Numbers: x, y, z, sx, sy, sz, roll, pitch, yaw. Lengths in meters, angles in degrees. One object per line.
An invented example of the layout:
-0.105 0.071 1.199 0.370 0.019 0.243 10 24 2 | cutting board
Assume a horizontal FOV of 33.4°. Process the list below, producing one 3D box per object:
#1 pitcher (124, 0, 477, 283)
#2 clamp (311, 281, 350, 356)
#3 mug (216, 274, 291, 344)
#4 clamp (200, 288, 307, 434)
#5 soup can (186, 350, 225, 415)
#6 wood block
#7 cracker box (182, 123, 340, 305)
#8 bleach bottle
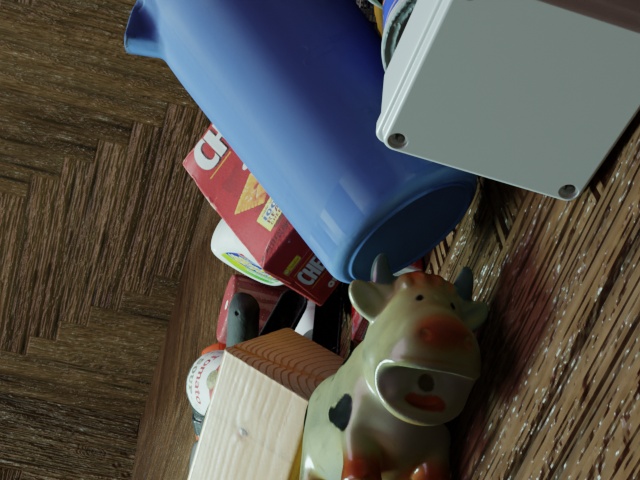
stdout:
0.000 -0.099 0.691 0.149 0.144 0.243 -46 64 23 | pitcher
0.009 0.050 0.943 0.210 0.036 0.164 -81 -3 -71 | clamp
-0.071 0.093 1.218 0.117 0.081 0.093 -89 17 -51 | mug
-0.065 0.114 0.882 0.120 0.039 0.171 24 -95 -63 | clamp
-0.074 0.139 0.992 0.102 0.068 0.068 1 77 57 | soup can
-0.043 0.187 0.840 0.090 0.091 0.206 -12 -56 -56 | wood block
-0.012 -0.072 0.841 0.164 0.072 0.214 -52 34 7 | cracker box
-0.057 0.001 1.084 0.068 0.102 0.251 -60 4 -6 | bleach bottle
